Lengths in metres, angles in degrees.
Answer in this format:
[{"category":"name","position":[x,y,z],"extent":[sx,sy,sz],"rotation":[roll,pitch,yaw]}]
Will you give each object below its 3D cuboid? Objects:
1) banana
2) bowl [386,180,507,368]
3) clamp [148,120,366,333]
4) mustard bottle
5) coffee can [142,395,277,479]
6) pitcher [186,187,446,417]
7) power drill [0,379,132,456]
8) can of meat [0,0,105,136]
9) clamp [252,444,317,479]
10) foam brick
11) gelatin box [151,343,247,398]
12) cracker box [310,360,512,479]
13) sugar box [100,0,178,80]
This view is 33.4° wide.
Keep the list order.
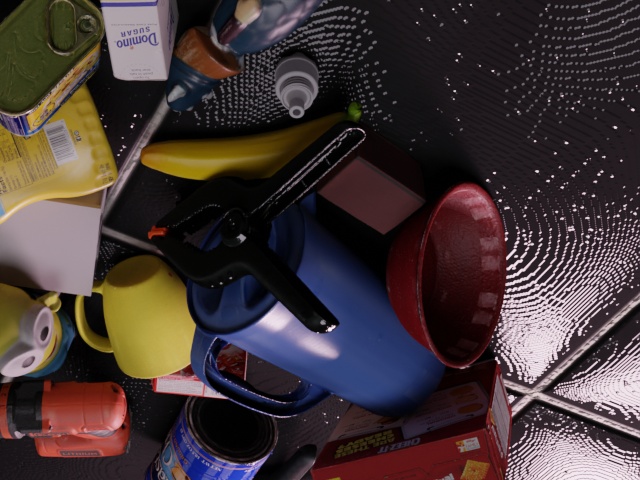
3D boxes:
[{"category":"banana","position":[-0.049,-0.079,0.881],"extent":[0.198,0.037,0.069],"rotation":[-12,145,19]},{"category":"bowl","position":[0.104,0.028,0.932],"extent":[0.055,0.162,0.162],"rotation":[3,140,35]},{"category":"clamp","position":[-0.056,0.001,0.846],"extent":[0.210,0.164,0.036],"rotation":[-11,156,36]},{"category":"mustard bottle","position":[-0.263,-0.059,0.833],"extent":[0.191,0.058,0.096],"rotation":[-21,107,-14]},{"category":"coffee can","position":[-0.118,0.230,1.128],"extent":[0.102,0.103,0.140],"rotation":[18,130,-17]},{"category":"pitcher","position":[0.001,0.077,0.954],"extent":[0.149,0.145,0.242],"rotation":[-28,136,27]},{"category":"power drill","position":[-0.271,0.178,1.052],"extent":[0.184,0.057,0.187],"rotation":[-1,164,2]},{"category":"can of meat","position":[-0.204,-0.129,0.777],"extent":[0.057,0.102,0.084],"rotation":[41,167,-3]},{"category":"clamp","position":[-0.035,0.293,1.233],"extent":[0.172,0.039,0.120],"rotation":[-29,123,31]},{"category":"foam brick","position":[0.043,-0.053,0.902],"extent":[0.078,0.053,0.051],"rotation":[32,125,-25]},{"category":"gelatin box","position":[-0.117,0.115,1.041],"extent":[0.089,0.073,0.030],"rotation":[6,131,-6]},{"category":"cracker box","position":[0.096,0.194,1.026],"extent":[0.164,0.213,0.072],"rotation":[-17,96,14]},{"category":"sugar box","position":[-0.130,-0.207,0.728],"extent":[0.048,0.093,0.176],"rotation":[1,133,-1]}]
